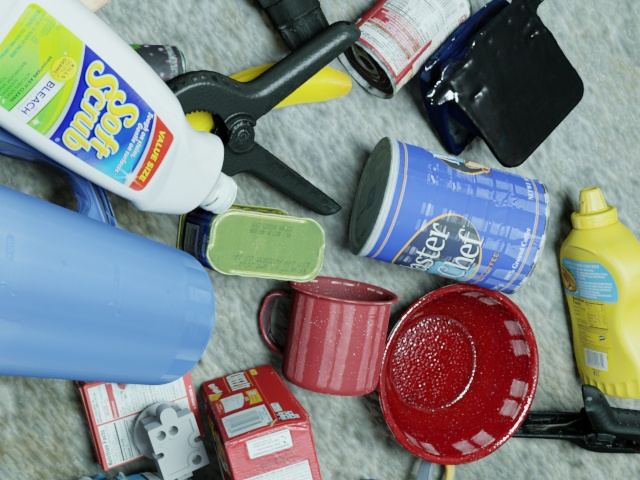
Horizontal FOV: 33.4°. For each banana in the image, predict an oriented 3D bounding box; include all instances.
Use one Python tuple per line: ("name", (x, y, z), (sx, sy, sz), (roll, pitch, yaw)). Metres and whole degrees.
("banana", (-0.065, -0.103, 0.875), (0.197, 0.037, 0.069), (-35, 126, -14))

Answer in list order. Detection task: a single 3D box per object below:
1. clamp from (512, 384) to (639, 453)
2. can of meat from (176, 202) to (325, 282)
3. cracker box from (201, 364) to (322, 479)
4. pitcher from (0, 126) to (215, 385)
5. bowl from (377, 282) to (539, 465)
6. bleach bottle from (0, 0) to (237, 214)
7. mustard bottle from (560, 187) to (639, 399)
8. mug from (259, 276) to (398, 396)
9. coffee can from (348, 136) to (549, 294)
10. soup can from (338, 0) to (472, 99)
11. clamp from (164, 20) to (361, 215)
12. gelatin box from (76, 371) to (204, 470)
("clamp", (0.261, 0.169, 0.993), (0.171, 0.120, 0.039), (12, 68, -26))
("can of meat", (-0.056, 0.001, 0.860), (0.102, 0.084, 0.057), (6, 93, -22))
("cracker box", (-0.030, 0.223, 0.846), (0.072, 0.164, 0.214), (-15, 100, -10))
("pitcher", (-0.189, 0.026, 0.748), (0.149, 0.145, 0.242), (-50, 143, 17))
("bowl", (0.113, 0.115, 0.954), (0.161, 0.055, 0.162), (-2, 96, -22))
("bleach bottle", (-0.143, -0.092, 0.723), (0.102, 0.068, 0.250), (-48, 133, 8))
("mustard bottle", (0.264, 0.045, 0.986), (0.058, 0.096, 0.191), (-17, 101, -20))
("mug", (0.002, 0.076, 0.887), (0.117, 0.093, 0.081), (12, 99, 21))
("coffee can", (0.106, -0.020, 0.899), (0.140, 0.103, 0.103), (15, 90, -11))
("soup can", (0.071, -0.178, 0.902), (0.102, 0.069, 0.068), (-46, 109, -12))
("clamp", (-0.061, -0.097, 0.831), (0.209, 0.036, 0.165), (0, 113, -29))
("gelatin box", (-0.146, 0.136, 0.867), (0.089, 0.030, 0.073), (-16, 102, -20))
